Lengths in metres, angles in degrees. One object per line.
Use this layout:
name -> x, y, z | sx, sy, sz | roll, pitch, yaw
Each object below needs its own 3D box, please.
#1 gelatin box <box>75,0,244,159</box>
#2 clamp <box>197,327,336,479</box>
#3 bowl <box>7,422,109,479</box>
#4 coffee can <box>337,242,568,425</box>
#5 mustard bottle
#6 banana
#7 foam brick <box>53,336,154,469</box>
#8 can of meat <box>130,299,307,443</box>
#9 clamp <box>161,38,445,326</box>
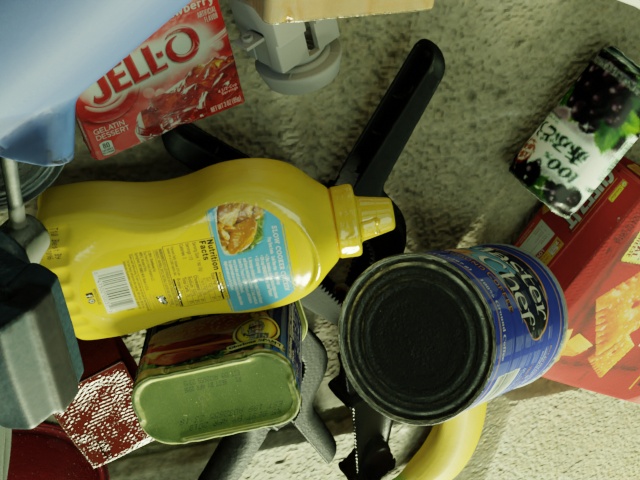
gelatin box -> -0.091, -0.091, 0.555 | 0.089, 0.030, 0.073 | -23, 133, -10
clamp -> -0.026, 0.115, 0.753 | 0.120, 0.039, 0.172 | -14, 131, -41
bowl -> -0.213, 0.195, 0.705 | 0.162, 0.055, 0.162 | -14, 131, -17
coffee can -> 0.089, 0.055, 0.684 | 0.103, 0.103, 0.140 | -55, 157, 20
mustard bottle -> -0.054, 0.000, 0.595 | 0.191, 0.058, 0.096 | -9, 131, 1
banana -> 0.098, 0.137, 0.836 | 0.069, 0.037, 0.198 | -8, 129, -26
foam brick -> -0.139, 0.093, 0.665 | 0.053, 0.051, 0.078 | -25, 133, -7
can of meat -> -0.060, 0.072, 0.644 | 0.102, 0.084, 0.057 | -13, 118, 7
clamp -> 0.013, -0.024, 0.657 | 0.164, 0.036, 0.210 | -21, 134, 1
